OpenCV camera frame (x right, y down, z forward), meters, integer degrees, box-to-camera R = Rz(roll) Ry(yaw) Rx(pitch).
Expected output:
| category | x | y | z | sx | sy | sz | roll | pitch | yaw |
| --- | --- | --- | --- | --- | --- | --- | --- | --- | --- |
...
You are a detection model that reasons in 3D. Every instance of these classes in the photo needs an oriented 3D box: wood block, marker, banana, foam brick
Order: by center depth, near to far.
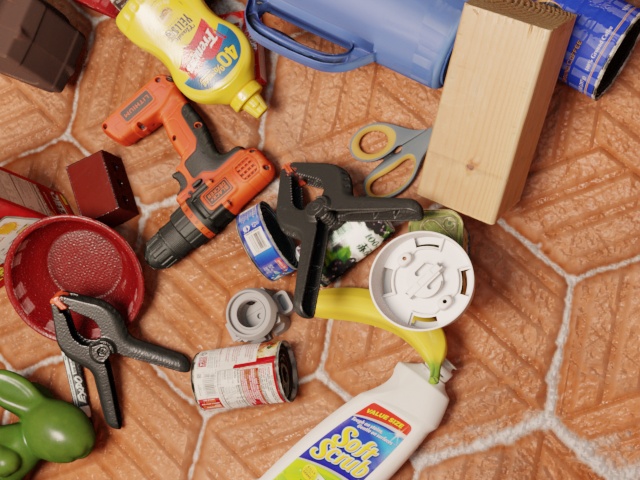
| category | x | y | z | sx | sy | sz | roll | pitch | yaw |
| --- | --- | --- | --- | --- | --- | --- | --- | --- | --- |
| wood block | 0.174 | -0.135 | 1.074 | 0.091 | 0.090 | 0.206 | 24 | 121 | 21 |
| banana | 0.064 | 0.085 | 1.136 | 0.198 | 0.037 | 0.069 | 25 | 45 | 36 |
| marker | -0.283 | 0.177 | 1.247 | 0.020 | 0.020 | 0.121 | -19 | 77 | 12 |
| foam brick | -0.257 | -0.058 | 1.258 | 0.051 | 0.053 | 0.078 | -23 | 77 | 12 |

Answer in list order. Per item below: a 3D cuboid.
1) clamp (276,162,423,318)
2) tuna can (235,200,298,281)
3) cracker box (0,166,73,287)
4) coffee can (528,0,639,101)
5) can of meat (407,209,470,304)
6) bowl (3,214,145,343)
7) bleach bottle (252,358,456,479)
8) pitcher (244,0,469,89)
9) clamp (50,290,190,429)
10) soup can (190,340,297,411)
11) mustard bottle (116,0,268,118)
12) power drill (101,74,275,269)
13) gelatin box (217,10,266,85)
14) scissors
| category | x | y | z | sx | sy | sz | roll | pitch | yaw |
| --- | --- | --- | --- | --- | --- | --- | --- | --- | --- |
| clamp | 0.014 | -0.030 | 1.129 | 0.165 | 0.036 | 0.210 | -37 | 40 | 10 |
| tuna can | -0.058 | 0.001 | 1.174 | 0.034 | 0.086 | 0.086 | -29 | 75 | 11 |
| cracker box | -0.398 | -0.012 | 1.207 | 0.164 | 0.213 | 0.072 | -33 | 73 | 9 |
| coffee can | 0.251 | -0.223 | 1.110 | 0.140 | 0.102 | 0.103 | 33 | 92 | 18 |
| can of meat | 0.127 | 0.024 | 1.119 | 0.057 | 0.084 | 0.102 | -1 | 82 | 16 |
| bowl | -0.277 | 0.038 | 1.228 | 0.162 | 0.055 | 0.162 | 1 | 111 | 2 |
| bleach bottle | 0.041 | 0.210 | 1.128 | 0.251 | 0.068 | 0.103 | -46 | 73 | 3 |
| pitcher | 0.046 | -0.256 | 1.162 | 0.243 | 0.144 | 0.149 | 31 | 118 | 15 |
| clamp | -0.232 | 0.119 | 1.207 | 0.120 | 0.039 | 0.171 | -33 | 104 | 0 |
| soup can | -0.083 | 0.149 | 1.169 | 0.102 | 0.068 | 0.068 | -9 | 79 | 15 |
| mustard bottle | -0.132 | -0.210 | 1.199 | 0.096 | 0.058 | 0.191 | -45 | 89 | 1 |
| power drill | -0.170 | -0.083 | 1.236 | 0.184 | 0.057 | 0.188 | -40 | 76 | 3 |
| gelatin box | -0.104 | -0.222 | 1.250 | 0.073 | 0.030 | 0.089 | -7 | 81 | 14 |
| scissors | 0.115 | -0.129 | 1.181 | 0.202 | 0.016 | 0.096 | -44 | 73 | 6 |
